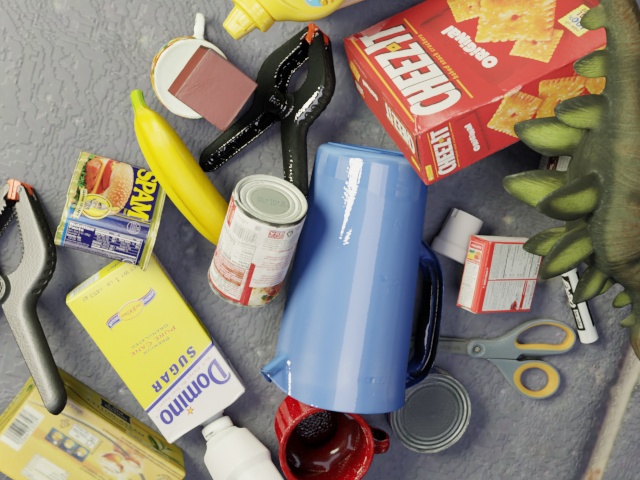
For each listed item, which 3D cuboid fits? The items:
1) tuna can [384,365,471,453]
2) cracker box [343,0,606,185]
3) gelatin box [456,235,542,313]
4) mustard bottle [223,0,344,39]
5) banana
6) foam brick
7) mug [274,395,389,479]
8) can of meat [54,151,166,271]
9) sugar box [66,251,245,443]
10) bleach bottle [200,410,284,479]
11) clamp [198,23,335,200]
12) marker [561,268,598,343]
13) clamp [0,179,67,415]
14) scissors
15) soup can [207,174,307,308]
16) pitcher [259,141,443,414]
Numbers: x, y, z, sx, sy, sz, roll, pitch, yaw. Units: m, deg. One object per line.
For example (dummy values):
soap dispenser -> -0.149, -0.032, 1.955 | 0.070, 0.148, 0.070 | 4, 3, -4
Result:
tuna can -> 0.109, 0.172, 1.098 | 0.086, 0.034, 0.086 | -2, 102, -11
cracker box -> 0.150, -0.164, 0.962 | 0.213, 0.164, 0.072 | -25, 136, -5
gelatin box -> 0.181, 0.033, 1.067 | 0.089, 0.030, 0.073 | 1, 104, -41
mustard bottle -> -0.007, -0.239, 0.880 | 0.191, 0.058, 0.096 | -45, 111, 1
banana -> -0.112, -0.049, 0.973 | 0.037, 0.069, 0.197 | -23, 118, 20
foam brick -> -0.093, -0.131, 0.916 | 0.053, 0.078, 0.051 | 36, 92, -16
mug -> 0.011, 0.193, 1.059 | 0.117, 0.081, 0.093 | 3, 101, -11
can of meat -> -0.187, -0.029, 0.964 | 0.084, 0.102, 0.057 | 15, 130, -11
sugar box -> -0.156, 0.099, 1.025 | 0.093, 0.048, 0.176 | -34, 105, -2
bleach bottle -> -0.048, 0.282, 1.036 | 0.067, 0.103, 0.251 | -22, 72, -33
clamp -> -0.029, -0.113, 0.982 | 0.120, 0.039, 0.171 | 33, 95, 22
marker -> 0.264, 0.050, 1.109 | 0.020, 0.020, 0.121 | -22, 105, -6
clamp -> -0.302, 0.049, 0.973 | 0.165, 0.036, 0.210 | 2, 84, 11
scissors -> 0.170, 0.129, 1.110 | 0.201, 0.016, 0.096 | -9, 103, -9
soup can -> -0.056, 0.001, 0.944 | 0.068, 0.068, 0.102 | 10, 129, -13
pitcher -> 0.041, 0.034, 1.014 | 0.145, 0.149, 0.243 | 11, 97, 16
